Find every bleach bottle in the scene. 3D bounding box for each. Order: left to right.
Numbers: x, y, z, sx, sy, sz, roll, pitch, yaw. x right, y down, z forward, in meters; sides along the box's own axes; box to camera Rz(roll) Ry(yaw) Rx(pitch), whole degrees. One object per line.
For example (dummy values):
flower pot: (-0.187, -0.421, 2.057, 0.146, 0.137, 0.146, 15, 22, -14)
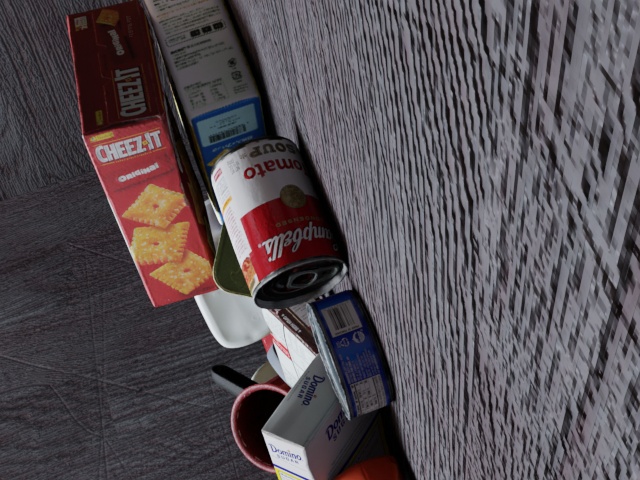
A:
bleach bottle: (-0.095, 0.017, 1.120, 0.251, 0.068, 0.102, -108, -6, -72)

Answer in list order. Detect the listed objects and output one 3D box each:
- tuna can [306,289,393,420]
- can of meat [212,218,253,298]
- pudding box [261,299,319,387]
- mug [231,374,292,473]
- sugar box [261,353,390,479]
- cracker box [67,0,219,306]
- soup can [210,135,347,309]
tuna can: (0.020, 0.078, 0.736, 0.086, 0.033, 0.086, 161, 90, -84)
can of meat: (-0.056, 0.001, 0.936, 0.084, 0.057, 0.102, 97, -176, -84)
pudding box: (-0.002, 0.100, 0.893, 0.090, 0.039, 0.113, 39, 155, 43)
mug: (-0.020, 0.176, 1.071, 0.081, 0.117, 0.093, -24, -70, -60)
sugar box: (0.011, 0.173, 0.833, 0.048, 0.093, 0.176, 15, 138, 31)
cracker box: (-0.151, -0.073, 0.928, 0.214, 0.072, 0.164, 79, 174, -48)
soup can: (-0.030, -0.013, 0.739, 0.068, 0.068, 0.102, 83, 166, -65)
